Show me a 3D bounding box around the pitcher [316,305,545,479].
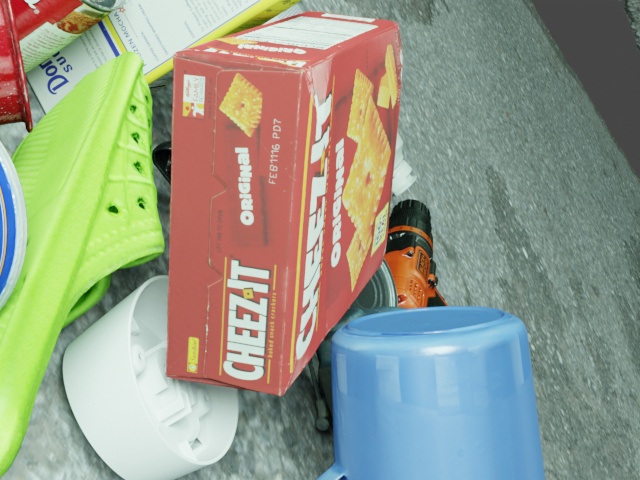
[{"bbox_3d":[0.057,0.164,0.588,0.149,0.145,0.243,-12,98,-61],"label":"pitcher"}]

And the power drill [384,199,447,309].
[{"bbox_3d":[0.114,0.067,1.006,0.187,0.057,0.184,50,30,-21],"label":"power drill"}]

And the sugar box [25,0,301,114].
[{"bbox_3d":[-0.100,-0.141,0.624,0.093,0.176,0.048,63,25,-2],"label":"sugar box"}]

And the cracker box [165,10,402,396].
[{"bbox_3d":[-0.012,-0.033,0.591,0.213,0.072,0.164,-47,143,-67],"label":"cracker box"}]
